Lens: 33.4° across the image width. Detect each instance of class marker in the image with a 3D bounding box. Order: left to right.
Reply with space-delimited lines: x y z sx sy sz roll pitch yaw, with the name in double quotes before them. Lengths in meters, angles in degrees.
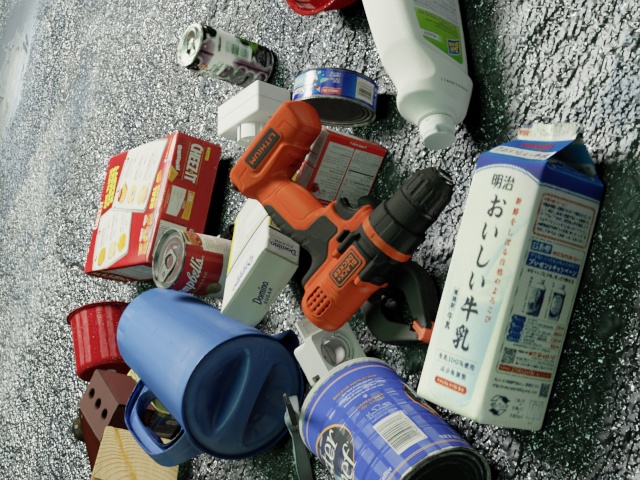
"marker" -0.132 0.014 1.273 0.121 0.020 0.020 -37 51 42

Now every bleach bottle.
"bleach bottle" 0.083 -0.198 0.975 0.068 0.102 0.251 -38 50 45

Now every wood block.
"wood block" -0.224 0.323 1.187 0.091 0.090 0.206 -91 17 -63

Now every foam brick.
"foam brick" -0.237 0.193 1.235 0.078 0.051 0.053 40 107 50

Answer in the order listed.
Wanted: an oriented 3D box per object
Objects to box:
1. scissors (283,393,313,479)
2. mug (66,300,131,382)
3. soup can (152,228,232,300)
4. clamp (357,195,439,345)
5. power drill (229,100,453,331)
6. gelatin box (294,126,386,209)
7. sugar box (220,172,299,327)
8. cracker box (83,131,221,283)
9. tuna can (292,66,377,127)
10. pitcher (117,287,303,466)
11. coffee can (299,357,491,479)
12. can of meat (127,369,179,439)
"scissors" -0.021 0.184 0.977 0.202 0.016 0.096 94 165 -84
"mug" -0.283 0.138 1.383 0.117 0.093 0.081 -39 54 44
"soup can" -0.127 0.029 1.190 0.069 0.102 0.068 -22 61 49
"clamp" 0.061 0.034 0.987 0.172 0.039 0.120 32 110 47
"power drill" 0.013 -0.040 0.966 0.185 0.057 0.188 -49 60 20
"gelatin box" 0.015 -0.061 1.051 0.030 0.073 0.089 39 111 52
"sugar box" -0.057 0.002 1.102 0.093 0.048 0.176 -55 20 29
"cracker box" -0.214 -0.035 1.343 0.214 0.072 0.164 -9 66 57
"tuna can" 0.014 -0.143 1.067 0.086 0.086 0.034 -10 69 52
"pitcher" -0.138 0.137 1.144 0.243 0.149 0.145 23 110 58
"coffee can" 0.059 0.176 0.886 0.140 0.102 0.103 41 112 51
"can of meat" -0.209 0.202 1.287 0.084 0.057 0.102 -53 42 25
